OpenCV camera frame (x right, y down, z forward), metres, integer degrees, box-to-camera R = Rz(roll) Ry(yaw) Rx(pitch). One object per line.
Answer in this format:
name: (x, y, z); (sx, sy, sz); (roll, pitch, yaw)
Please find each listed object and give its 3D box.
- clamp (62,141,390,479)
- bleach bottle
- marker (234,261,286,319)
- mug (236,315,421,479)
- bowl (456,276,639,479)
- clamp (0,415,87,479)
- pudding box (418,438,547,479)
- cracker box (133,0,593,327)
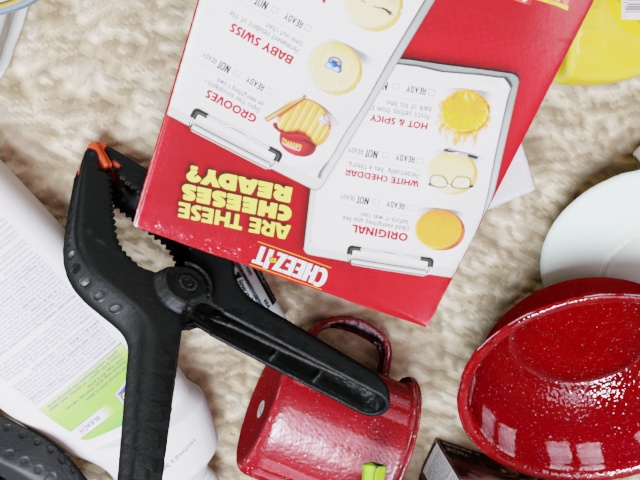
clamp: (-0.065, 0.034, 0.563); (0.164, 0.210, 0.036); (-9, 149, -37)
bleach bottle: (-0.146, 0.068, 0.597); (0.102, 0.068, 0.250); (-37, 109, -1)
marker: (-0.054, 0.001, 0.618); (0.020, 0.020, 0.121); (-28, 107, -3)
mug: (0.006, 0.099, 0.625); (0.081, 0.093, 0.117); (22, 68, -10)
bowl: (0.161, 0.074, 0.638); (0.162, 0.055, 0.162); (1, 130, 1)
clamp: (-0.151, 0.159, 0.610); (0.171, 0.039, 0.120); (43, 130, -10)
pudding box: (0.124, 0.171, 0.656); (0.113, 0.090, 0.039); (18, 100, -14)
cracker box: (0.017, -0.080, 0.516); (0.164, 0.072, 0.214); (20, 124, -4)
